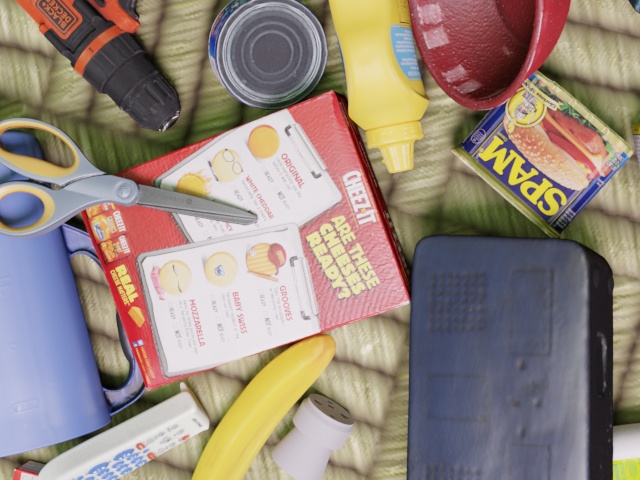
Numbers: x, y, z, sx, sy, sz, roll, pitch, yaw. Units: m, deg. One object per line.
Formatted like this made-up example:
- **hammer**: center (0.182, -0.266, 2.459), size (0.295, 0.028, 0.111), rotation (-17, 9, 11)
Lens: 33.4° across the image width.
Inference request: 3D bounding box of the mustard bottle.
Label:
- **mustard bottle**: center (0.040, -0.143, 0.759), size (0.058, 0.096, 0.191), rotation (-11, 94, 15)

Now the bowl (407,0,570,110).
- **bowl**: center (0.122, -0.173, 0.732), size (0.055, 0.162, 0.162), rotation (-13, 93, -24)

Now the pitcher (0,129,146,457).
- **pitcher**: center (-0.239, 0.040, 0.827), size (0.145, 0.149, 0.243), rotation (-11, 90, 27)

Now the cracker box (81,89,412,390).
- **cracker box**: center (-0.055, 0.001, 0.806), size (0.214, 0.072, 0.164), rotation (-20, 92, 12)

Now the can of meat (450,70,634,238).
- **can of meat**: center (0.159, -0.063, 0.764), size (0.102, 0.057, 0.084), rotation (42, 99, 5)

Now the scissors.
- **scissors**: center (-0.155, -0.021, 0.763), size (0.202, 0.016, 0.096), rotation (27, 81, 4)

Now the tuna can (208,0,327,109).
- **tuna can**: center (-0.039, -0.141, 0.790), size (0.086, 0.034, 0.086), rotation (-4, 109, -12)

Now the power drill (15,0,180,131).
- **power drill**: center (-0.130, -0.202, 0.808), size (0.188, 0.057, 0.184), rotation (-44, 89, 11)

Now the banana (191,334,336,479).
- **banana**: center (-0.051, 0.148, 0.824), size (0.037, 0.070, 0.198), rotation (29, 96, -30)
